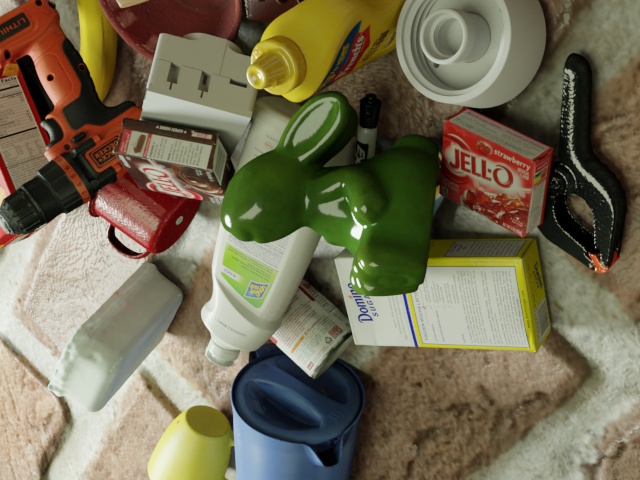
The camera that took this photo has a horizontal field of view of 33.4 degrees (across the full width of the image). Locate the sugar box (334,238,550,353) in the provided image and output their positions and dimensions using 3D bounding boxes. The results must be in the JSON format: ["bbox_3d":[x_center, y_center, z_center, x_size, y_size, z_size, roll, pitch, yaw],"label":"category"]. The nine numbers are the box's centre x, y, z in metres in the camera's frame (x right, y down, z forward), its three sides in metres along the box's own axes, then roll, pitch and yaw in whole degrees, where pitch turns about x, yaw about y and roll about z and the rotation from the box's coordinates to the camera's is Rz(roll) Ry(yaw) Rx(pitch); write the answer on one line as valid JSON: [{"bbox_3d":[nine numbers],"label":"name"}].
[{"bbox_3d":[0.106,0.047,0.935,0.176,0.048,0.093,1,117,32],"label":"sugar box"}]

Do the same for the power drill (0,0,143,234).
[{"bbox_3d":[-0.264,-0.120,1.013,0.187,0.184,0.057,55,161,-5],"label":"power drill"}]

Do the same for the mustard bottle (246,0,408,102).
[{"bbox_3d":[0.007,-0.154,0.811,0.058,0.191,0.096,46,133,7],"label":"mustard bottle"}]

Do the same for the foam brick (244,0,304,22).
[{"bbox_3d":[-0.019,-0.212,0.894,0.078,0.051,0.053,13,123,31],"label":"foam brick"}]

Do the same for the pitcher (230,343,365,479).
[{"bbox_3d":[-0.033,0.235,1.125,0.145,0.149,0.243,14,127,13],"label":"pitcher"}]

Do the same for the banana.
[{"bbox_3d":[-0.230,-0.210,1.072,0.070,0.037,0.198,33,132,43],"label":"banana"}]

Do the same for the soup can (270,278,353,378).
[{"bbox_3d":[-0.021,0.079,1.054,0.102,0.068,0.069,42,133,10],"label":"soup can"}]

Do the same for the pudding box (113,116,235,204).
[{"bbox_3d":[-0.128,-0.069,0.962,0.090,0.039,0.113,10,165,6],"label":"pudding box"}]

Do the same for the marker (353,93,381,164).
[{"bbox_3d":[0.039,-0.072,0.931,0.020,0.020,0.121,23,127,25],"label":"marker"}]

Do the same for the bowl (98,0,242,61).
[{"bbox_3d":[-0.126,-0.236,0.953,0.162,0.055,0.162,18,131,22],"label":"bowl"}]

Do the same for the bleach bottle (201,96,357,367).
[{"bbox_3d":[-0.056,0.001,0.984,0.103,0.068,0.251,31,111,19],"label":"bleach bottle"}]

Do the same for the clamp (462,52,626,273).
[{"bbox_3d":[0.181,-0.054,0.844,0.120,0.039,0.171,-9,104,49],"label":"clamp"}]

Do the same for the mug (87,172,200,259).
[{"bbox_3d":[-0.182,-0.031,1.096,0.081,0.093,0.117,35,115,10],"label":"mug"}]

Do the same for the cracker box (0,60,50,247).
[{"bbox_3d":[-0.361,-0.108,1.160,0.164,0.072,0.214,-22,92,56],"label":"cracker box"}]

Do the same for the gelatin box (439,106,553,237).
[{"bbox_3d":[0.135,-0.054,0.839,0.089,0.030,0.073,31,139,33],"label":"gelatin box"}]

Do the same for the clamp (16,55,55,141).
[{"bbox_3d":[-0.292,-0.114,1.168,0.165,0.036,0.210,10,119,41],"label":"clamp"}]
